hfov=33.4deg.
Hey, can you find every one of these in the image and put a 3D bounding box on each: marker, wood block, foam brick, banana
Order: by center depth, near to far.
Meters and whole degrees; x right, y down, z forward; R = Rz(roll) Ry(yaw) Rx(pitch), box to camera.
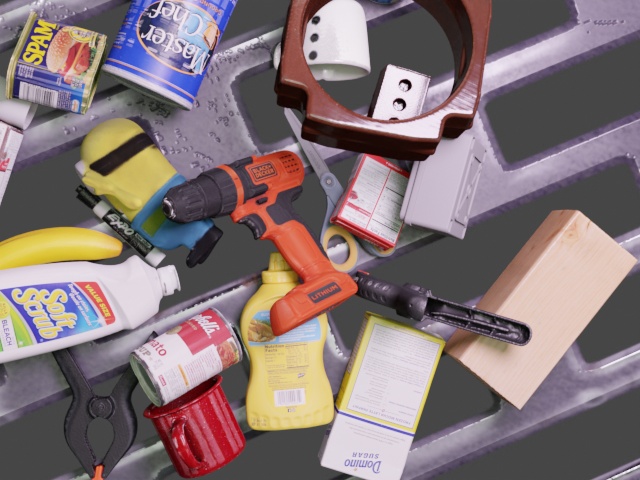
[{"bbox_3d":[-0.316,0.025,1.156,0.198,0.037,0.069,-26,116,-2],"label":"banana"},{"bbox_3d":[-0.221,-0.017,1.169,0.121,0.020,0.020,43,88,-6],"label":"marker"},{"bbox_3d":[0.083,-0.148,1.178,0.053,0.051,0.078,15,91,-6],"label":"foam brick"},{"bbox_3d":[0.239,0.073,1.182,0.091,0.090,0.206,39,87,-6],"label":"wood block"}]

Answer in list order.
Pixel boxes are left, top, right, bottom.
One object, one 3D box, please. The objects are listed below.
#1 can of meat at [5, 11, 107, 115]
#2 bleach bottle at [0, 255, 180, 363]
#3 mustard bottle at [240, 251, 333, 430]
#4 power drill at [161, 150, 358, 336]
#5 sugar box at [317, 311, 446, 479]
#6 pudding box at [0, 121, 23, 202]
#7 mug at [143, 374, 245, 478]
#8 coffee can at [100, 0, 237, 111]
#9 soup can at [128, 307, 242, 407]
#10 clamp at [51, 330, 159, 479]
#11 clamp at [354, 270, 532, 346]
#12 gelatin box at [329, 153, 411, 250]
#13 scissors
[{"bbox_3d":[-0.275,-0.184,1.122,0.084,0.057,0.102,14,48,-9],"label":"can of meat"},{"bbox_3d":[-0.275,0.062,1.125,0.250,0.068,0.102,-14,99,-13],"label":"bleach bottle"},{"bbox_3d":[-0.039,0.108,1.171,0.096,0.058,0.191,-4,93,-3],"label":"mustard bottle"},{"bbox_3d":[-0.057,0.001,1.111,0.184,0.057,0.188,-23,81,-41],"label":"power drill"},{"bbox_3d":[0.067,0.177,1.192,0.093,0.048,0.176,19,94,-6],"label":"sugar box"},{"bbox_3d":[-0.351,-0.070,1.120,0.039,0.090,0.113,20,89,-8],"label":"pudding box"},{"bbox_3d":[-0.133,0.204,1.140,0.093,0.117,0.081,-23,99,7],"label":"mug"},{"bbox_3d":[-0.157,-0.221,1.127,0.102,0.103,0.140,24,89,-6],"label":"coffee can"},{"bbox_3d":[-0.144,0.125,1.143,0.102,0.069,0.068,-29,95,-23],"label":"soup can"},{"bbox_3d":[-0.229,0.175,1.166,0.120,0.039,0.171,-7,90,0],"label":"clamp"},{"bbox_3d":[0.109,0.068,1.125,0.164,0.210,0.036,17,89,-29],"label":"clamp"},{"bbox_3d":[0.061,-0.044,1.177,0.073,0.030,0.089,27,73,-12],"label":"gelatin box"},{"bbox_3d":[0.000,-0.046,1.190,0.201,0.016,0.096,45,82,-6],"label":"scissors"}]
